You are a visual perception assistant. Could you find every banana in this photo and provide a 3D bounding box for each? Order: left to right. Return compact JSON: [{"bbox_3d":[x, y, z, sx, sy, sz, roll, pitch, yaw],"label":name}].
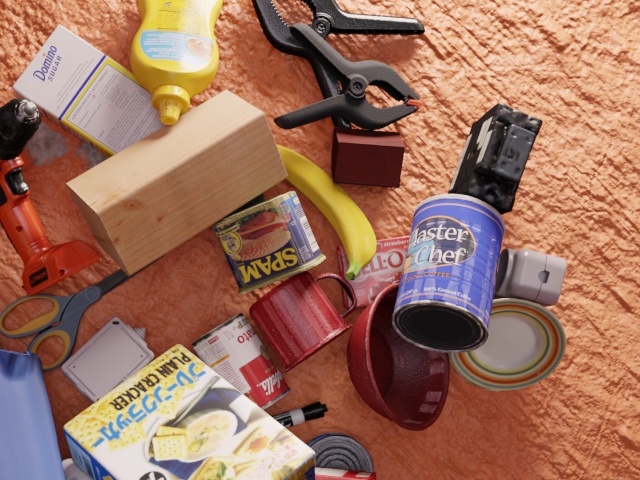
[{"bbox_3d":[0.008,-0.039,1.198,0.037,0.069,0.198,-50,62,27],"label":"banana"}]

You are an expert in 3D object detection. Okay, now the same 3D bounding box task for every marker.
[{"bbox_3d":[-0.050,0.205,1.194,0.121,0.020,0.020,-16,86,-8],"label":"marker"}]

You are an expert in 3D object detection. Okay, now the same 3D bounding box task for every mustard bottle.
[{"bbox_3d":[-0.160,-0.214,1.179,0.096,0.058,0.191,7,64,-11],"label":"mustard bottle"}]

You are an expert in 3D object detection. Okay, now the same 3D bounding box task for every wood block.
[{"bbox_3d":[-0.151,-0.065,1.147,0.206,0.091,0.090,-33,129,-17],"label":"wood block"}]

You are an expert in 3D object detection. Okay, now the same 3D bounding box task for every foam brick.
[{"bbox_3d":[0.052,-0.094,1.211,0.078,0.053,0.051,5,114,-5],"label":"foam brick"}]

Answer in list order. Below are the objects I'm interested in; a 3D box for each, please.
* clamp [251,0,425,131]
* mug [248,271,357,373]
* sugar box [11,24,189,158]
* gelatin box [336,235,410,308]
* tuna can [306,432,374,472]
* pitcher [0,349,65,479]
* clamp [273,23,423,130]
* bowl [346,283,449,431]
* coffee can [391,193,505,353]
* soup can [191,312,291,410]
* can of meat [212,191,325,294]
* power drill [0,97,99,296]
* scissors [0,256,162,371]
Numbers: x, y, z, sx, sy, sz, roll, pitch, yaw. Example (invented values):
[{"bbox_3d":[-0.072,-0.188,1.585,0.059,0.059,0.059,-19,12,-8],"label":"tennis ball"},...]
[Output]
[{"bbox_3d":[-0.002,-0.232,1.237,0.210,0.036,0.164,29,81,-6],"label":"clamp"},{"bbox_3d":[-0.016,0.080,1.176,0.117,0.093,0.081,-34,84,-4],"label":"mug"},{"bbox_3d":[-0.245,-0.153,1.198,0.176,0.048,0.093,34,80,1],"label":"sugar box"},{"bbox_3d":[0.066,0.036,1.219,0.089,0.030,0.073,-7,85,-7],"label":"gelatin box"},{"bbox_3d":[0.016,0.258,1.188,0.086,0.034,0.086,1,84,-6],"label":"tuna can"},{"bbox_3d":[-0.323,0.243,1.068,0.145,0.149,0.243,-18,62,-10],"label":"pitcher"},{"bbox_3d":[0.028,-0.161,1.202,0.171,0.039,0.120,20,86,-12],"label":"clamp"},{"bbox_3d":[0.077,0.131,1.174,0.055,0.161,0.162,-14,84,36],"label":"bowl"},{"bbox_3d":[0.139,0.036,1.150,0.102,0.103,0.140,18,57,-4],"label":"coffee can"},{"bbox_3d":[-0.088,0.139,1.172,0.068,0.068,0.102,-32,88,-9],"label":"soup can"},{"bbox_3d":[-0.058,0.001,1.164,0.102,0.057,0.084,-21,95,20],"label":"can of meat"},{"bbox_3d":[-0.308,-0.044,1.124,0.057,0.185,0.187,-30,93,-39],"label":"power drill"},{"bbox_3d":[-0.255,0.081,1.187,0.201,0.016,0.096,-17,88,-8],"label":"scissors"}]
